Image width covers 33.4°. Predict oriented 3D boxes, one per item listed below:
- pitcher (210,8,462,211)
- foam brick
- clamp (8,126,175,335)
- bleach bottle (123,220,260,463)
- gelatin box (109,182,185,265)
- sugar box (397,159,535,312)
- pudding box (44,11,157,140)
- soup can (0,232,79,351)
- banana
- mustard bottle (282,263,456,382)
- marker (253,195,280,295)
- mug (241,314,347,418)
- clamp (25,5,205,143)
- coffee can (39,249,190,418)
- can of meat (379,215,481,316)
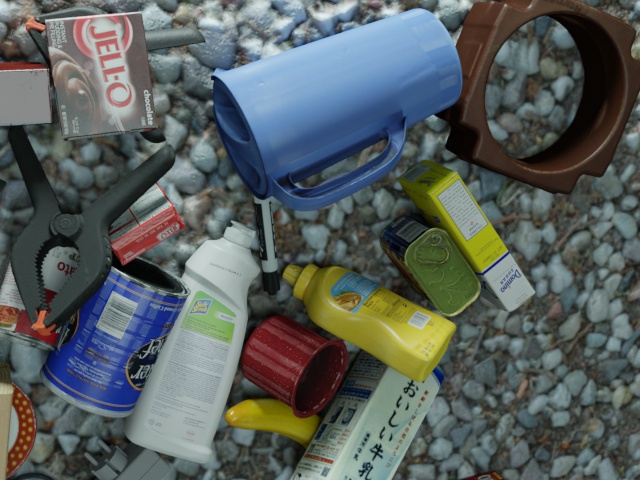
[{"bbox_3d":[0.022,-0.137,1.077,0.242,0.145,0.149,-24,107,-15],"label":"pitcher"},{"bbox_3d":[-0.284,-0.138,1.004,0.051,0.078,0.053,-6,106,-20],"label":"foam brick"},{"bbox_3d":[-0.245,-0.016,1.008,0.164,0.036,0.210,16,72,7],"label":"clamp"},{"bbox_3d":[-0.120,0.103,1.132,0.102,0.068,0.251,21,94,-21],"label":"bleach bottle"},{"bbox_3d":[-0.181,-0.020,1.062,0.073,0.089,0.030,-32,122,-8],"label":"gelatin box"},{"bbox_3d":[0.161,-0.005,1.182,0.048,0.093,0.176,-37,112,-6],"label":"sugar box"},{"bbox_3d":[-0.206,-0.154,1.002,0.090,0.039,0.113,-9,97,-14],"label":"pudding box"},{"bbox_3d":[-0.278,0.050,1.044,0.068,0.069,0.102,22,74,-23],"label":"soup can"},{"bbox_3d":[-0.026,0.217,1.192,0.037,0.069,0.197,-28,125,34],"label":"banana"},{"bbox_3d":[0.044,0.076,1.144,0.192,0.096,0.058,28,121,14],"label":"mustard bottle"},{"bbox_3d":[-0.057,0.001,1.149,0.020,0.020,0.121,-10,107,-16],"label":"marker"},{"bbox_3d":[-0.027,0.137,1.153,0.093,0.082,0.117,-53,148,-17],"label":"mug"},{"bbox_3d":[-0.199,-0.185,1.043,0.171,0.039,0.120,31,82,-22],"label":"clamp"},{"bbox_3d":[-0.206,0.092,1.072,0.102,0.103,0.140,23,99,-23],"label":"coffee can"},{"bbox_3d":[0.119,0.025,1.180,0.057,0.084,0.102,-39,113,-6],"label":"can of meat"}]
